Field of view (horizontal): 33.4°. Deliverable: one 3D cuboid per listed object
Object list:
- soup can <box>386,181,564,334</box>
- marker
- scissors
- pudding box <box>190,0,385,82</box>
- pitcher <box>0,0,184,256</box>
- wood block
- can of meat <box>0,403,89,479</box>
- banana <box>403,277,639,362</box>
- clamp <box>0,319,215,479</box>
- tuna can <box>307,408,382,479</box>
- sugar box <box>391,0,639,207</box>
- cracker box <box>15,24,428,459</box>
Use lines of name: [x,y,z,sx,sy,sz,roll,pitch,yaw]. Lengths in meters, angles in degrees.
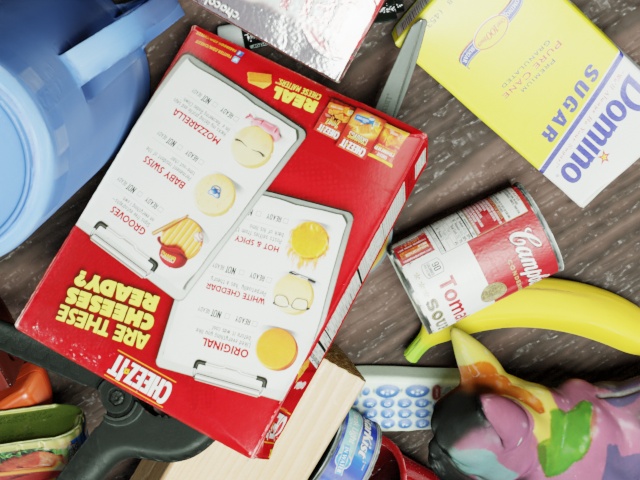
soup can: [0.104,0.013,0.729,0.102,0.068,0.068,-27,113,2]
marker: [-0.006,-0.141,0.689,0.121,0.020,0.020,-10,115,4]
scissors: [0.014,-0.058,0.709,0.096,0.016,0.202,5,127,4]
pudding box: [-0.015,-0.163,0.654,0.113,0.039,0.090,28,101,-4]
pitcher: [-0.167,-0.078,0.593,0.145,0.243,0.149,15,107,-6]
wood block: [-0.066,0.154,0.755,0.090,0.090,0.206,30,93,-15]
can of meat: [-0.207,0.166,0.746,0.102,0.057,0.084,-7,110,-5]
banana: [0.161,0.056,0.778,0.198,0.037,0.070,0,134,0]
clamp: [-0.134,0.095,0.690,0.210,0.036,0.164,-23,78,3]
tuna can: [0.006,0.160,0.766,0.033,0.086,0.086,33,110,-12]
sugar box: [0.140,-0.110,0.692,0.176,0.048,0.093,38,111,-15]
cracker box: [-0.054,0.001,0.648,0.164,0.072,0.213,27,81,12]
